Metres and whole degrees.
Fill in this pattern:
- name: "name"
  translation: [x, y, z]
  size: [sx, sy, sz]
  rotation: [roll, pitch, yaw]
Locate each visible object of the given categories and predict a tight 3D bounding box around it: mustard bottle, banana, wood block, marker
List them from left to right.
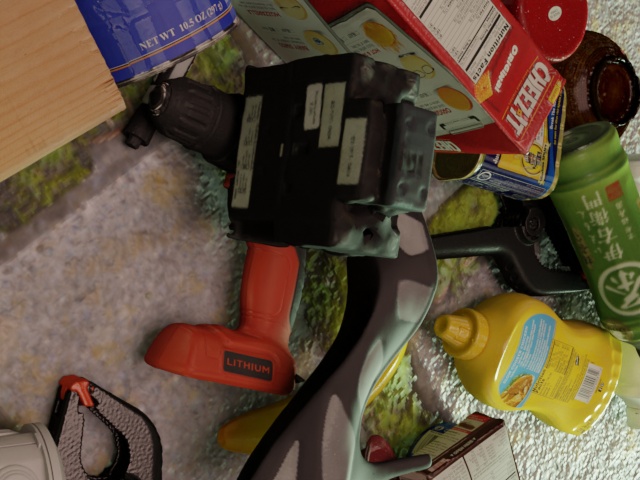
- name: "wood block"
  translation: [-0.222, -0.061, 0.569]
  size: [0.205, 0.090, 0.091]
  rotation: [-36, 114, -29]
- name: "marker"
  translation: [-0.096, -0.113, 0.700]
  size: [0.020, 0.020, 0.121]
  rotation: [36, 73, -33]
- name: "banana"
  translation: [0.009, 0.101, 0.786]
  size: [0.197, 0.037, 0.069]
  rotation: [-44, 99, -27]
- name: "mustard bottle"
  translation: [0.166, 0.095, 0.882]
  size: [0.191, 0.058, 0.096]
  rotation: [22, 92, -35]

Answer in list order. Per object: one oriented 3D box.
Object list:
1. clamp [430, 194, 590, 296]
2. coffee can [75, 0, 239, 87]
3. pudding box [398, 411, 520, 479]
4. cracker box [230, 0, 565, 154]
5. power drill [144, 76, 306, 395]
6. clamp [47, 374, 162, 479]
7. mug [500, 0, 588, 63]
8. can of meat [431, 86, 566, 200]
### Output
- name: "clamp"
  translation: [0.164, -0.025, 0.886]
  size: [0.209, 0.036, 0.164]
  rotation: [28, 76, -32]
- name: "coffee can"
  translation: [-0.122, -0.172, 0.624]
  size: [0.102, 0.103, 0.140]
  rotation: [-36, 114, -28]
- name: "pudding box"
  translation: [0.114, 0.203, 0.823]
  size: [0.089, 0.039, 0.113]
  rotation: [-27, 111, -33]
- name: "cracker box"
  translation: [0.035, -0.148, 0.703]
  size: [0.213, 0.164, 0.072]
  rotation: [41, 72, -31]
- name: "power drill"
  translation: [-0.055, 0.001, 0.708]
  size: [0.184, 0.057, 0.187]
  rotation: [20, 83, -41]
- name: "clamp"
  translation: [-0.123, 0.165, 0.690]
  size: [0.120, 0.039, 0.171]
  rotation: [-15, 102, -37]
- name: "mug"
  translation: [0.147, -0.184, 0.832]
  size: [0.117, 0.082, 0.093]
  rotation: [42, 70, -31]
- name: "can of meat"
  translation: [0.138, -0.086, 0.815]
  size: [0.083, 0.058, 0.102]
  rotation: [14, 81, -32]
